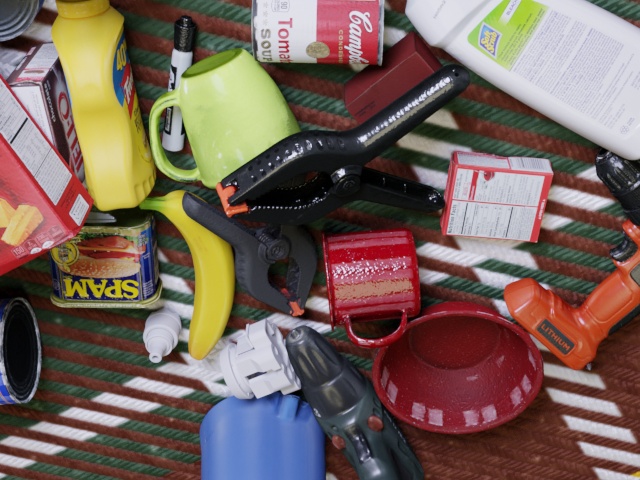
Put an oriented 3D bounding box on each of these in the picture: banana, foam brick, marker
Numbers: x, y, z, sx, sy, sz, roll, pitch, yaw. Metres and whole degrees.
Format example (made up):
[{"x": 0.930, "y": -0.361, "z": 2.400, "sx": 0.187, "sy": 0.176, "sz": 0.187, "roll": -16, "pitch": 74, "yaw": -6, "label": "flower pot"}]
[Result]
[{"x": -0.112, "y": 0.025, "z": 0.989, "sx": 0.069, "sy": 0.037, "sz": 0.198, "roll": -19, "pitch": 126, "yaw": -8, "label": "banana"}, {"x": 0.064, "y": -0.125, "z": 0.885, "sx": 0.078, "sy": 0.051, "sz": 0.053, "roll": -35, "pitch": 114, "yaw": 21, "label": "foam brick"}, {"x": -0.120, "y": -0.133, "z": 0.906, "sx": 0.020, "sy": 0.020, "sz": 0.121, "roll": 9, "pitch": 122, "yaw": -4, "label": "marker"}]

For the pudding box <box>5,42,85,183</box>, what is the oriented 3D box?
[{"x": -0.224, "y": -0.097, "z": 0.891, "sx": 0.039, "sy": 0.090, "sz": 0.113, "roll": -5, "pitch": 121, "yaw": 6, "label": "pudding box"}]

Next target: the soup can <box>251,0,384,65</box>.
[{"x": -0.001, "y": -0.174, "z": 0.847, "sx": 0.102, "sy": 0.068, "sz": 0.068, "roll": 2, "pitch": 122, "yaw": 2, "label": "soup can"}]

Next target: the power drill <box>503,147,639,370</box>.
[{"x": 0.260, "y": 0.020, "z": 0.965, "sx": 0.184, "sy": 0.057, "sz": 0.188, "roll": 41, "pitch": 116, "yaw": -17, "label": "power drill"}]

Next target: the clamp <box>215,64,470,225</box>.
[{"x": 0.022, "y": -0.065, "z": 0.851, "sx": 0.209, "sy": 0.036, "sz": 0.165, "roll": -11, "pitch": 142, "yaw": -19, "label": "clamp"}]

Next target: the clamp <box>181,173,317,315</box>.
[{"x": -0.056, "y": 0.001, "z": 0.960, "sx": 0.120, "sy": 0.039, "sz": 0.171, "roll": -16, "pitch": 121, "yaw": -12, "label": "clamp"}]

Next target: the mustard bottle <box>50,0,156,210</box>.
[{"x": -0.178, "y": -0.127, "z": 0.867, "sx": 0.058, "sy": 0.096, "sz": 0.191, "roll": -6, "pitch": 121, "yaw": 2, "label": "mustard bottle"}]

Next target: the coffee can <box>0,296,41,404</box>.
[{"x": -0.352, "y": 0.109, "z": 1.019, "sx": 0.140, "sy": 0.103, "sz": 0.103, "roll": -4, "pitch": 122, "yaw": 5, "label": "coffee can"}]

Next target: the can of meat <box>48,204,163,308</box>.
[{"x": -0.199, "y": 0.012, "z": 0.979, "sx": 0.102, "sy": 0.057, "sz": 0.084, "roll": 1, "pitch": 119, "yaw": 1, "label": "can of meat"}]

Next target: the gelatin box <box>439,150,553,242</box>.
[{"x": 0.155, "y": -0.039, "z": 0.948, "sx": 0.089, "sy": 0.030, "sz": 0.073, "roll": 5, "pitch": 123, "yaw": -1, "label": "gelatin box"}]

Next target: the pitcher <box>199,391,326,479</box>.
[{"x": -0.057, "y": 0.280, "z": 1.032, "sx": 0.145, "sy": 0.243, "sz": 0.149, "roll": -19, "pitch": 126, "yaw": 12, "label": "pitcher"}]

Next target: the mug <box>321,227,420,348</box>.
[{"x": 0.046, "y": 0.042, "z": 0.957, "sx": 0.081, "sy": 0.117, "sz": 0.093, "roll": -6, "pitch": 146, "yaw": 0, "label": "mug"}]

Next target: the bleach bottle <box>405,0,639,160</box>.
[{"x": 0.170, "y": -0.165, "z": 0.847, "sx": 0.250, "sy": 0.068, "sz": 0.102, "roll": 29, "pitch": 98, "yaw": -9, "label": "bleach bottle"}]

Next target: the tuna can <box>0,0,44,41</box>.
[{"x": -0.265, "y": -0.206, "z": 0.858, "sx": 0.086, "sy": 0.033, "sz": 0.086, "roll": 1, "pitch": 122, "yaw": 2, "label": "tuna can"}]

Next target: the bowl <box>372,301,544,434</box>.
[{"x": 0.130, "y": 0.112, "z": 1.023, "sx": 0.162, "sy": 0.055, "sz": 0.162, "roll": 2, "pitch": 127, "yaw": 2, "label": "bowl"}]

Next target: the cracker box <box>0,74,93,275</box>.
[{"x": -0.306, "y": -0.063, "z": 0.820, "sx": 0.164, "sy": 0.072, "sz": 0.213, "roll": -24, "pitch": 118, "yaw": 16, "label": "cracker box"}]
